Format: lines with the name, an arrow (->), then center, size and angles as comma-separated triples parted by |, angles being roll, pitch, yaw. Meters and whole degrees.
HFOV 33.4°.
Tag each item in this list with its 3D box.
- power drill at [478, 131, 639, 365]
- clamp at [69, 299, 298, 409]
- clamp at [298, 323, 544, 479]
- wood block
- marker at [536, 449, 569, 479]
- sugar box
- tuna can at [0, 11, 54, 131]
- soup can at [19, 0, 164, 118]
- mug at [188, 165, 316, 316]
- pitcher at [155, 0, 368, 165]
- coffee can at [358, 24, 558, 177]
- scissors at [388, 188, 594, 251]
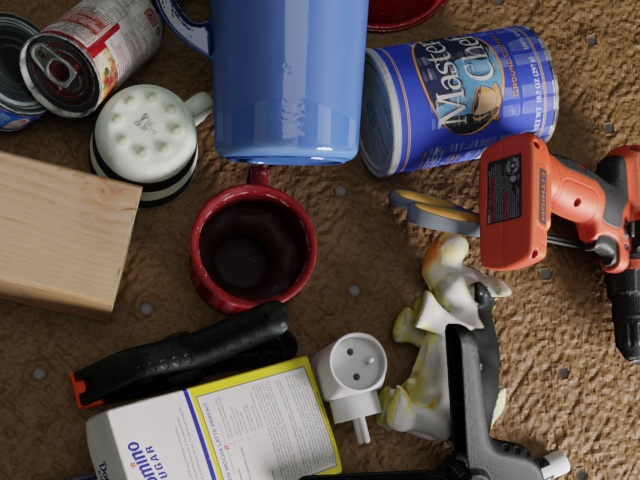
power drill -> 0.208, 0.000, 0.846 | 0.187, 0.057, 0.184 | 12, 71, -38
clamp -> -0.093, 0.088, 0.784 | 0.171, 0.120, 0.039 | -16, 68, 7
clamp -> 0.107, 0.163, 0.777 | 0.209, 0.036, 0.164 | 35, 97, -27
wood block -> -0.242, -0.012, 0.770 | 0.206, 0.090, 0.091 | 14, 74, -9
marker -> 0.140, 0.196, 0.835 | 0.121, 0.020, 0.020 | -21, 81, -16
sugar box -> -0.072, 0.147, 0.754 | 0.175, 0.048, 0.093 | -10, 76, -38
tuna can -> -0.238, -0.128, 0.806 | 0.086, 0.034, 0.086 | 23, 58, -41
soup can -> -0.171, -0.146, 0.809 | 0.068, 0.069, 0.102 | 35, 42, -2
mug -> -0.055, 0.001, 0.809 | 0.093, 0.082, 0.117 | 6, 75, -10
pitcher -> -0.034, -0.180, 0.795 | 0.144, 0.149, 0.243 | 0, 91, -49
coffee can -> 0.105, -0.113, 0.860 | 0.140, 0.103, 0.103 | -12, 79, -14
scissors -> 0.139, -0.016, 0.881 | 0.201, 0.096, 0.016 | 7, 106, -39
